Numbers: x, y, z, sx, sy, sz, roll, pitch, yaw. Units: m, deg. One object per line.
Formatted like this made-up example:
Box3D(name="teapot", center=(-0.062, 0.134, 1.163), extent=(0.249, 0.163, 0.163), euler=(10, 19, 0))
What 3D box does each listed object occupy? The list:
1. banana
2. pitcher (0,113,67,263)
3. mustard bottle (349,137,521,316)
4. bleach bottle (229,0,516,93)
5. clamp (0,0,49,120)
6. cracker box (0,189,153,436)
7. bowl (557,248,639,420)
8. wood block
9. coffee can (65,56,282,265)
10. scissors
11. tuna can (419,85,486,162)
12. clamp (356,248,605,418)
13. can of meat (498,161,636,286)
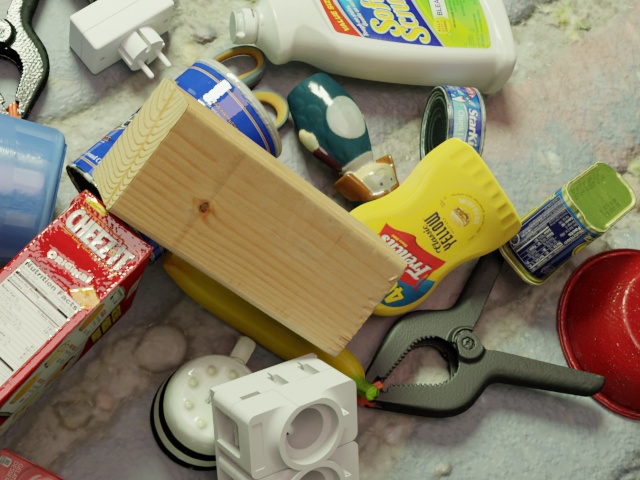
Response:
Box3D(name="banana", center=(-0.038, 0.065, 0.853), extent=(0.198, 0.070, 0.037), euler=(32, 75, -1))
Box3D(name="pitcher", center=(-0.315, -0.052, 0.779), extent=(0.242, 0.145, 0.149), euler=(12, 55, -14))
Box3D(name="mustard bottle", center=(0.065, 0.006, 0.886), extent=(0.191, 0.058, 0.096), euler=(-36, 109, 1))
Box3D(name="bleach bottle", center=(0.044, -0.184, 0.960), extent=(0.250, 0.068, 0.102), euler=(-3, 67, -17))
Box3D(name="clamp", center=(-0.264, -0.176, 0.898), extent=(0.120, 0.039, 0.171), euler=(-20, 83, -15))
Box3D(name="cracker box", center=(-0.222, 0.079, 0.750), extent=(0.072, 0.164, 0.213), euler=(42, 67, 0))
Box3D(name="bowl", center=(0.295, 0.075, 0.943), extent=(0.162, 0.055, 0.162), euler=(5, 70, -13))
Box3D(name="wood block", center=(-0.050, -0.015, 0.772), extent=(0.205, 0.090, 0.091), euler=(36, 96, -27))
Box3D(name="coffee can", center=(-0.115, -0.064, 0.851), extent=(0.140, 0.103, 0.103), euler=(-42, 85, -16))
Box3D(name="scissors", center=(-0.107, -0.092, 0.920), extent=(0.096, 0.016, 0.201), euler=(42, 67, 3))
Box3D(name="tuna can", center=(0.115, -0.093, 0.940), extent=(0.033, 0.086, 0.086), euler=(4, 70, -12))
Box3D(name="clamp", center=(0.129, 0.098, 0.899), extent=(0.209, 0.036, 0.164), euler=(-29, 73, -22))
Box3D(name="can of meat", center=(0.214, -0.017, 0.920), extent=(0.057, 0.084, 0.101), euler=(52, 41, 7))
